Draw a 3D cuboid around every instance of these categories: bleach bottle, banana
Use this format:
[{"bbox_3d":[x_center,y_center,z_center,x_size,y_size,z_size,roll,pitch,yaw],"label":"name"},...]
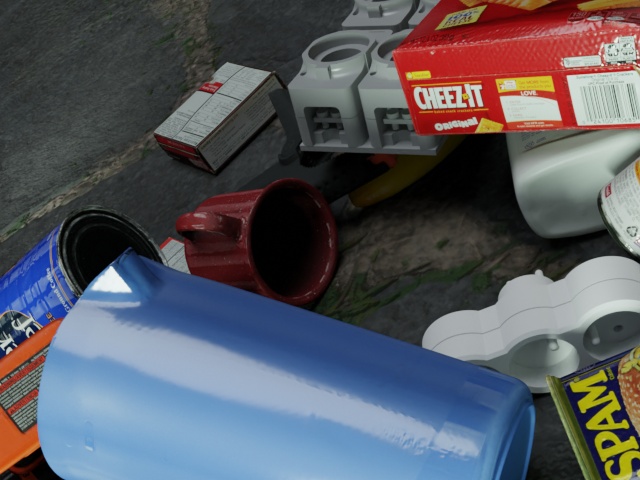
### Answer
[{"bbox_3d":[0.180,-0.108,0.758,0.103,0.068,0.250,-17,35,19],"label":"bleach bottle"},{"bbox_3d":[0.098,-0.097,0.840,0.197,0.037,0.070,-50,18,-24],"label":"banana"}]

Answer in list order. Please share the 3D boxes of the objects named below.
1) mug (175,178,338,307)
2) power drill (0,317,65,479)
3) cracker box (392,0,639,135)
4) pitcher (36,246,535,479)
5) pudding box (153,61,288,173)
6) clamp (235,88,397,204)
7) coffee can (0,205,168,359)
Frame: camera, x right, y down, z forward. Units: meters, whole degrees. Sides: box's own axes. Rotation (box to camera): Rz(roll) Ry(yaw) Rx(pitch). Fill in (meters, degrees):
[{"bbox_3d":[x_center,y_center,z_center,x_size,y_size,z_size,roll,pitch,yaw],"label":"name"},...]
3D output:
[{"bbox_3d":[-0.055,0.001,0.785,0.082,0.117,0.093,-4,76,44],"label":"mug"},{"bbox_3d":[-0.194,0.129,0.700,0.184,0.057,0.188,-41,-9,-19],"label":"power drill"},{"bbox_3d":[0.167,-0.151,0.698,0.164,0.072,0.213,1,37,34],"label":"cracker box"},{"bbox_3d":[-0.016,0.106,0.575,0.243,0.149,0.145,13,78,21],"label":"pitcher"},{"bbox_3d":[-0.095,-0.120,1.027,0.113,0.039,0.090,-48,37,-15],"label":"pudding box"},{"bbox_3d":[-0.021,-0.057,0.860,0.210,0.036,0.164,10,64,56],"label":"clamp"},{"bbox_3d":[-0.195,0.052,0.812,0.141,0.102,0.102,-35,30,32],"label":"coffee can"}]
